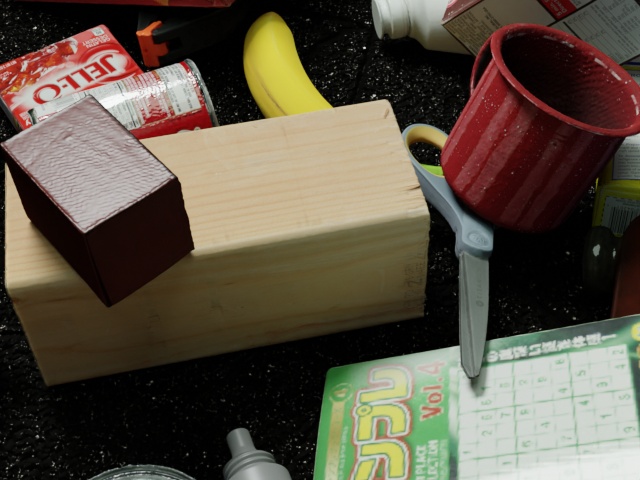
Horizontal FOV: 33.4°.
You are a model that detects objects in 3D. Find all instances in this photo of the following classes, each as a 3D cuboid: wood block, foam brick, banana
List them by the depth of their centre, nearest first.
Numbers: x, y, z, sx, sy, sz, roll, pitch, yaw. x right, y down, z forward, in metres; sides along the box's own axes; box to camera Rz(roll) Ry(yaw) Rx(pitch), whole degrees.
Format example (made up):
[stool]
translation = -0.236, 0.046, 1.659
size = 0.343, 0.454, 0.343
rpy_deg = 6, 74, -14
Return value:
[foam brick]
translation = -0.103, -0.020, 0.495
size = 0.051, 0.053, 0.078
rpy_deg = -33, 56, -22
[wood block]
translation = -0.054, 0.000, 0.570
size = 0.206, 0.090, 0.091
rpy_deg = -10, 50, -5
[banana]
translation = -0.007, -0.087, 0.683
size = 0.069, 0.037, 0.198
rpy_deg = -6, 44, -41

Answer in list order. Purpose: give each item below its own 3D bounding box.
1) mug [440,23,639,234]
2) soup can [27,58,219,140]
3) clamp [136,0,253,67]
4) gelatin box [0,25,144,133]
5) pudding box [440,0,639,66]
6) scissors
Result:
[mug]
translation = 0.113, -0.067, 0.589
size = 0.093, 0.082, 0.117
rpy_deg = 0, 47, -29
[soup can]
translation = -0.117, -0.062, 0.644
size = 0.102, 0.068, 0.068
rpy_deg = -19, 50, -13
[clamp]
translation = -0.065, -0.181, 0.763
size = 0.120, 0.039, 0.171
rpy_deg = 5, 48, 26
[gelatin box]
translation = -0.164, -0.100, 0.705
size = 0.089, 0.030, 0.073
rpy_deg = -26, 52, -18
[pudding box]
translation = 0.144, -0.137, 0.645
size = 0.114, 0.090, 0.039
rpy_deg = -24, 35, 45
[scissors]
translation = 0.068, -0.009, 0.583
size = 0.096, 0.016, 0.201
rpy_deg = 26, 39, 8
